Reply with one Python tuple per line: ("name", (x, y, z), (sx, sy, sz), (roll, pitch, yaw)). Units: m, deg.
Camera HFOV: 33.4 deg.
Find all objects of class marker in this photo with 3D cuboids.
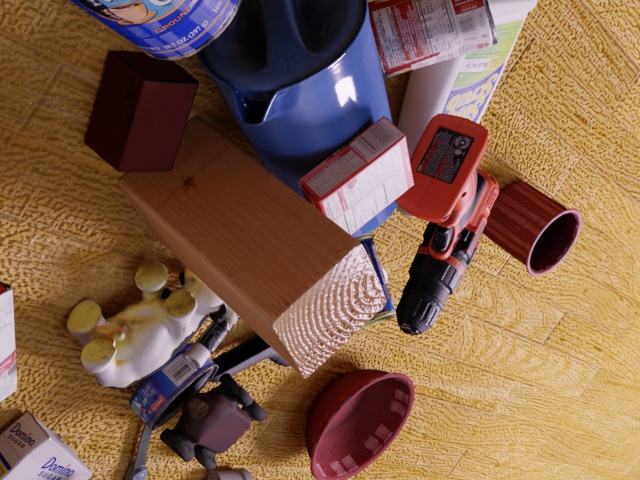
("marker", (-0.082, 0.066, 0.986), (0.121, 0.020, 0.020), (-52, 148, -26))

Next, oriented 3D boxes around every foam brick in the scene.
("foam brick", (-0.135, -0.096, 0.804), (0.051, 0.053, 0.078), (-4, 125, -45))

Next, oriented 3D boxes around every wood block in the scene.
("wood block", (-0.056, 0.001, 0.845), (0.090, 0.206, 0.090), (-42, 144, -12))

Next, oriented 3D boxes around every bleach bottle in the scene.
("bleach bottle", (0.126, -0.135, 1.045), (0.102, 0.068, 0.251), (-16, 135, -38))

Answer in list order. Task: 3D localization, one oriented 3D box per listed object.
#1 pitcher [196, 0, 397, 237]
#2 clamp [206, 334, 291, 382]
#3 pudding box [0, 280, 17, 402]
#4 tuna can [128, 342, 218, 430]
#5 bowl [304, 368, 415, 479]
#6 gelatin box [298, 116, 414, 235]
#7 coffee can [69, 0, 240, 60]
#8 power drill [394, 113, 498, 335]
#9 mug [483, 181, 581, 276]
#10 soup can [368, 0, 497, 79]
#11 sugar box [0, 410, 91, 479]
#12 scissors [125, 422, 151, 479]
("pitcher", (0.000, -0.114, 0.885), (0.149, 0.145, 0.242), (-32, 146, -5))
("clamp", (-0.047, 0.100, 1.088), (0.171, 0.039, 0.120), (24, 103, -49))
("pudding box", (-0.276, 0.091, 0.813), (0.089, 0.039, 0.113), (-41, 147, -47))
("tuna can", (-0.138, 0.136, 0.999), (0.086, 0.034, 0.086), (-44, 170, -10))
("bowl", (0.035, 0.207, 1.260), (0.161, 0.055, 0.162), (-28, 139, -28))
("gelatin box", (0.029, -0.045, 0.842), (0.089, 0.030, 0.073), (-38, 151, -10))
("coffee can", (-0.127, -0.191, 0.684), (0.103, 0.103, 0.140), (-54, 145, 5))
("power drill", (0.112, -0.017, 0.999), (0.184, 0.057, 0.187), (-64, 162, -18))
("mug", (0.255, -0.017, 1.272), (0.117, 0.082, 0.093), (1, 121, -47))
("soup can", (0.094, -0.185, 0.913), (0.102, 0.068, 0.068), (-16, 143, 9))
("sugar box", (-0.296, 0.238, 0.939), (0.176, 0.048, 0.093), (-43, 146, -14))
("scissors", (-0.177, 0.243, 1.098), (0.096, 0.016, 0.202), (6, 117, -51))
